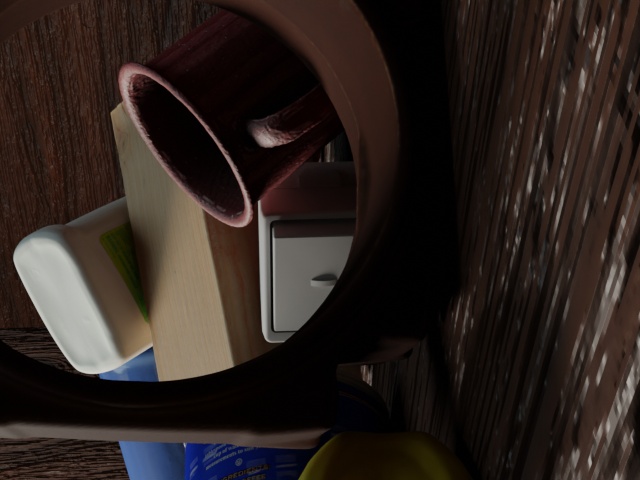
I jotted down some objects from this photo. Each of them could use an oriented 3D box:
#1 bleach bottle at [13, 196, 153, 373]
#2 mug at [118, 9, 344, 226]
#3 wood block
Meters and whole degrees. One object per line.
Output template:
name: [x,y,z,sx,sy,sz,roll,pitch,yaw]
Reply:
bleach bottle: [-0.087,-0.008,0.749,0.250,0.068,0.102,-36,-77,-46]
mug: [-0.029,-0.066,0.498,0.093,0.081,0.117,58,159,-21]
wood block: [-0.054,0.001,0.654,0.091,0.090,0.206,-30,68,50]
